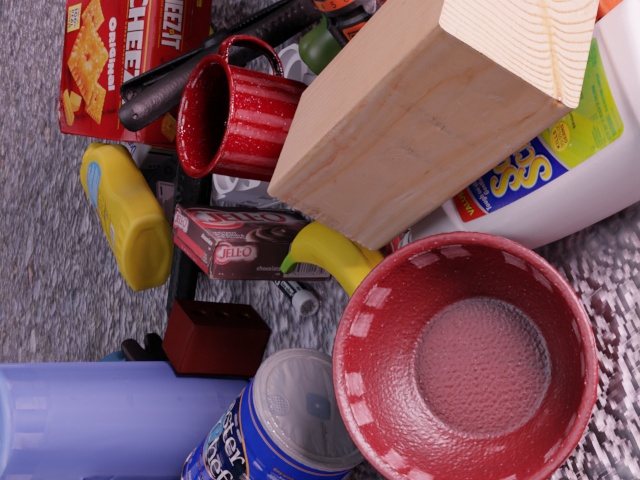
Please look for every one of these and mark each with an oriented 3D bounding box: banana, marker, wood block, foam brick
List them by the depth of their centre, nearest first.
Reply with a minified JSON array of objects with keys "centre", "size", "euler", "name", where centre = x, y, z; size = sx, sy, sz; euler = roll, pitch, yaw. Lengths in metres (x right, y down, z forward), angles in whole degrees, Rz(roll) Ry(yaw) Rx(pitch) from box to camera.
[{"centre":[0.059,-0.084,0.637],"size":[0.206,0.090,0.090],"euler":[-39,27,54],"name":"wood block"},{"centre":[0.027,0.033,0.763],"size":[0.198,0.037,0.070],"euler":[44,139,52],"name":"banana"},{"centre":[-0.035,0.030,0.933],"size":[0.121,0.020,0.020],"euler":[45,121,52],"name":"marker"},{"centre":[-0.095,0.088,0.962],"size":[0.053,0.078,0.051],"euler":[44,122,53],"name":"foam brick"}]

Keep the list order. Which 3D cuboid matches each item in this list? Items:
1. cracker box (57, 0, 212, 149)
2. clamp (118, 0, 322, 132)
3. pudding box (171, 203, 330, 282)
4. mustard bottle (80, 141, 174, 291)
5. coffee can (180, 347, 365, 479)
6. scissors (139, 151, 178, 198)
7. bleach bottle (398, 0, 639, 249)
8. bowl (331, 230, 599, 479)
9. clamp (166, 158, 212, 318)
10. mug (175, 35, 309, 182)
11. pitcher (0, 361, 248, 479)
[{"centre":[-0.197,-0.183,1.099],"size":[0.214,0.071,0.164],"euler":[13,100,54],"name":"cracker box"},{"centre":[-0.087,-0.157,0.914],"size":[0.210,0.036,0.164],"euler":[-27,19,5],"name":"clamp"},{"centre":[-0.056,0.001,0.883],"size":[0.090,0.113,0.039],"euler":[38,119,54],"name":"pudding box"},{"centre":[-0.203,-0.042,1.085],"size":[0.192,0.058,0.096],"euler":[-125,28,-43],"name":"mustard bottle"},{"centre":[-0.034,0.163,0.824],"size":[0.140,0.102,0.103],"euler":[-53,42,39],"name":"coffee can"},{"centre":[-0.179,-0.082,1.140],"size":[0.202,0.096,0.016],"euler":[-59,-1,35],"name":"scissors"},{"centre":[0.128,-0.036,0.648],"size":[0.251,0.068,0.102],"euler":[-41,47,49],"name":"bleach bottle"},{"centre":[0.091,0.077,0.650],"size":[0.162,0.055,0.162],"euler":[-3,83,23],"name":"bowl"},{"centre":[-0.119,-0.019,1.006],"size":[0.120,0.039,0.171],"euler":[-99,17,-73],"name":"clamp"},{"centre":[-0.054,-0.099,0.815],"size":[0.093,0.081,0.117],"euler":[-20,66,55],"name":"mug"},{"centre":[-0.181,0.173,0.926],"size":[0.149,0.242,0.145],"euler":[2,86,51],"name":"pitcher"}]
